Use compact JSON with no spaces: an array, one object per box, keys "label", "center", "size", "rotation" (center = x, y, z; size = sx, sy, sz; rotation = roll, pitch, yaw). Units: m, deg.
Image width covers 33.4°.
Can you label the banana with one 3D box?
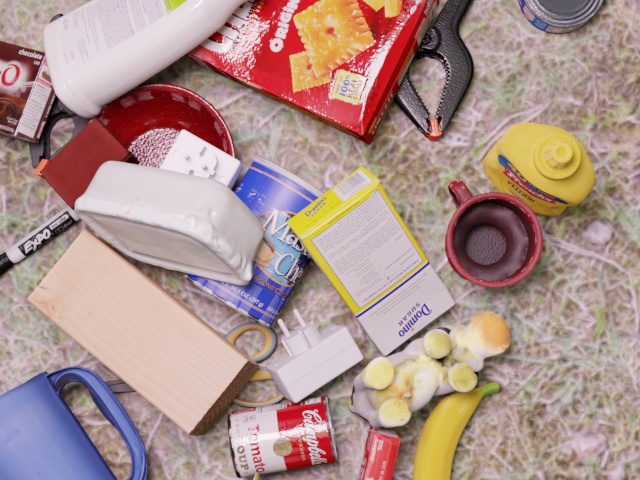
[{"label":"banana","center":[0.126,0.231,1.071],"size":[0.069,0.037,0.198],"rotation":[15,87,2]}]

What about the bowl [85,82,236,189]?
[{"label":"bowl","center":[-0.164,-0.076,1.091],"size":[0.162,0.055,0.162],"rotation":[0,86,1]}]

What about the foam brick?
[{"label":"foam brick","center":[-0.223,-0.071,1.037],"size":[0.078,0.053,0.051],"rotation":[-45,87,-3]}]

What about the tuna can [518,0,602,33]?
[{"label":"tuna can","center":[0.248,-0.259,1.105],"size":[0.086,0.034,0.086],"rotation":[0,86,1]}]

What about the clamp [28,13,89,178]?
[{"label":"clamp","center":[-0.244,-0.142,1.106],"size":[0.120,0.039,0.171],"rotation":[15,88,11]}]

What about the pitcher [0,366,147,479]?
[{"label":"pitcher","center":[-0.245,0.251,1.037],"size":[0.149,0.144,0.243],"rotation":[-38,89,34]}]

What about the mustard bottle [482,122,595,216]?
[{"label":"mustard bottle","center":[0.211,-0.069,1.013],"size":[0.096,0.191,0.058],"rotation":[39,87,3]}]

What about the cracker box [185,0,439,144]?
[{"label":"cracker box","center":[-0.012,-0.216,1.066],"size":[0.214,0.072,0.164],"rotation":[27,91,10]}]

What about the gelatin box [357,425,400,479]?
[{"label":"gelatin box","center":[0.054,0.222,1.047],"size":[0.030,0.089,0.073],"rotation":[13,86,2]}]

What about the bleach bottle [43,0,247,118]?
[{"label":"bleach bottle","center":[-0.143,-0.216,1.024],"size":[0.251,0.068,0.102],"rotation":[-25,65,15]}]

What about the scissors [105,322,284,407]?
[{"label":"scissors","center":[-0.129,0.123,1.096],"size":[0.202,0.016,0.096],"rotation":[9,84,2]}]

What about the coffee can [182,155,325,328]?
[{"label":"coffee can","center":[-0.057,0.001,1.059],"size":[0.103,0.103,0.140],"rotation":[31,87,3]}]

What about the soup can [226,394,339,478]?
[{"label":"soup can","center":[-0.037,0.195,1.062],"size":[0.102,0.068,0.068],"rotation":[-10,86,1]}]

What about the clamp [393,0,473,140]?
[{"label":"clamp","center":[0.116,-0.211,1.103],"size":[0.164,0.036,0.210],"rotation":[-13,85,3]}]

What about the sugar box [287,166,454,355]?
[{"label":"sugar box","center":[0.052,0.023,1.038],"size":[0.093,0.048,0.176],"rotation":[-36,126,-3]}]

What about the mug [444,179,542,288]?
[{"label":"mug","center":[0.161,-0.008,1.065],"size":[0.093,0.081,0.117],"rotation":[-33,86,-1]}]

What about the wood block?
[{"label":"wood block","center":[-0.171,0.092,1.050],"size":[0.206,0.090,0.091],"rotation":[37,85,10]}]

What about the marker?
[{"label":"marker","center":[-0.295,-0.001,1.106],"size":[0.121,0.020,0.020],"rotation":[-35,86,-1]}]

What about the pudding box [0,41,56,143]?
[{"label":"pudding box","center":[-0.322,-0.154,1.088],"size":[0.114,0.039,0.090],"rotation":[18,87,28]}]
